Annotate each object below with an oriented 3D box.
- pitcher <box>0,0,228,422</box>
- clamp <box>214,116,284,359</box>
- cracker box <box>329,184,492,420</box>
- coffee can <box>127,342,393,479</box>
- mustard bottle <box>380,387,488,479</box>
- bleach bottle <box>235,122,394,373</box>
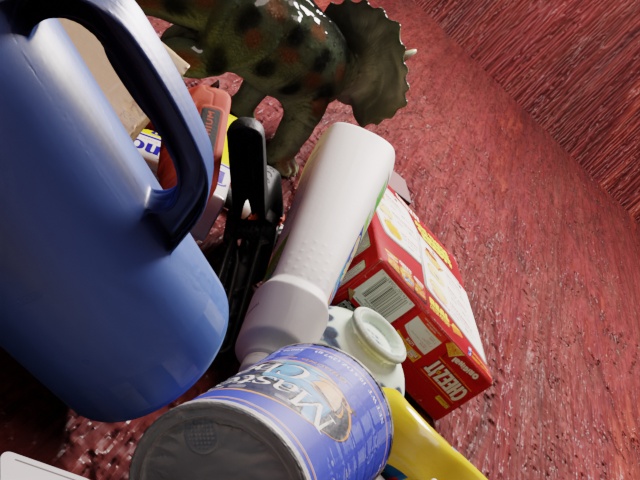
[{"bbox_3d":[-0.133,-0.021,0.518,0.149,0.145,0.242,29,-22,46],"label":"pitcher"},{"bbox_3d":[-0.055,0.001,0.801,0.036,0.164,0.210,10,-1,4],"label":"clamp"},{"bbox_3d":[0.067,0.035,0.969,0.164,0.072,0.213,47,17,-24],"label":"cracker box"},{"bbox_3d":[-0.028,0.122,0.596,0.103,0.103,0.140,48,20,9],"label":"coffee can"},{"bbox_3d":[0.067,0.159,0.736,0.191,0.058,0.096,45,-17,-2],"label":"mustard bottle"},{"bbox_3d":[-0.010,0.022,0.779,0.068,0.103,0.250,24,44,-1],"label":"bleach bottle"}]
